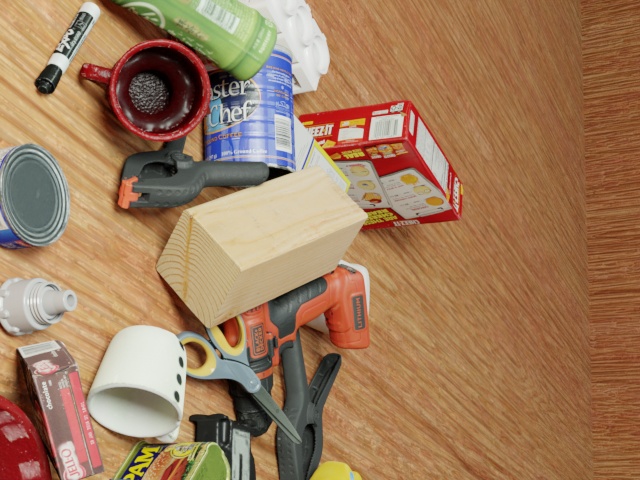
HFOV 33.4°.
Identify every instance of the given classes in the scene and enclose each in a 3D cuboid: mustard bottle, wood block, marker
[{"bbox_3d":[0.017,0.314,1.269,0.191,0.058,0.096,64,33,-69],"label":"mustard bottle"},{"bbox_3d":[-0.058,0.001,1.116,0.090,0.091,0.205,46,39,18],"label":"wood block"},{"bbox_3d":[-0.230,-0.175,0.973,0.121,0.020,0.020,-74,146,-41],"label":"marker"}]

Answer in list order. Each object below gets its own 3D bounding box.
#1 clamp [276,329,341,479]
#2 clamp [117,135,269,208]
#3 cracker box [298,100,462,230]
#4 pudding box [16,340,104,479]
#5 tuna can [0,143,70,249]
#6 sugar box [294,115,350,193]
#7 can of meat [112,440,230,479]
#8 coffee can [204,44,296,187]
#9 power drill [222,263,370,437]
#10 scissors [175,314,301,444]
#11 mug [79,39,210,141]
[{"bbox_3d":[-0.016,0.210,1.309,0.164,0.036,0.210,33,56,-61],"label":"clamp"},{"bbox_3d":[-0.147,-0.075,1.067,0.171,0.120,0.039,-19,128,-48],"label":"clamp"},{"bbox_3d":[0.083,-0.099,1.454,0.213,0.164,0.072,48,44,-51],"label":"cracker box"},{"bbox_3d":[-0.207,0.132,0.844,0.114,0.039,0.090,-163,-120,-69],"label":"pudding box"},{"bbox_3d":[-0.247,-0.036,0.882,0.086,0.034,0.086,28,58,-60],"label":"tuna can"},{"bbox_3d":[-0.029,-0.079,1.328,0.176,0.048,0.093,45,61,-50],"label":"sugar box"},{"bbox_3d":[-0.141,0.230,0.980,0.102,0.084,0.057,-59,136,-52],"label":"can of meat"},{"bbox_3d":[-0.080,-0.138,1.187,0.102,0.103,0.140,17,69,-63],"label":"coffee can"},{"bbox_3d":[-0.028,0.113,1.210,0.187,0.057,0.184,-18,110,-39],"label":"power drill"},{"bbox_3d":[-0.092,0.154,1.120,0.096,0.016,0.202,-30,109,-27],"label":"scissors"},{"bbox_3d":[-0.169,-0.144,1.007,0.082,0.117,0.093,-157,-101,-70],"label":"mug"}]
